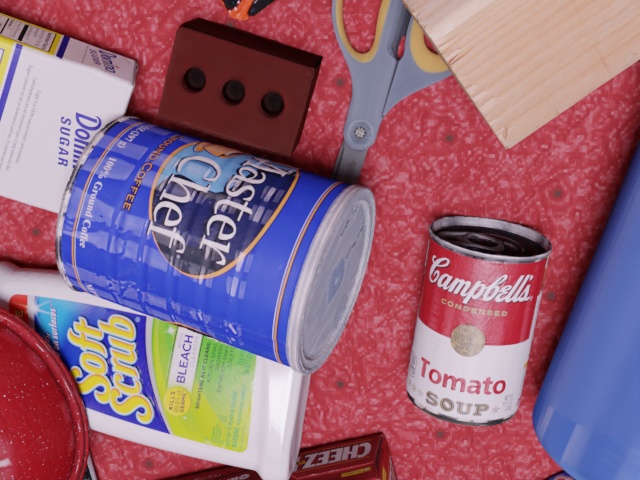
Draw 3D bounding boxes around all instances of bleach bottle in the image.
[{"bbox_3d":[-0.133,0.072,0.638,0.251,0.068,0.102,9,94,6],"label":"bleach bottle"}]

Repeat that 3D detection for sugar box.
[{"bbox_3d":[-0.198,-0.082,0.586,0.176,0.048,0.093,18,117,-17],"label":"sugar box"}]

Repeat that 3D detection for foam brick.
[{"bbox_3d":[-0.043,-0.085,0.586,0.078,0.051,0.053,17,108,2],"label":"foam brick"}]

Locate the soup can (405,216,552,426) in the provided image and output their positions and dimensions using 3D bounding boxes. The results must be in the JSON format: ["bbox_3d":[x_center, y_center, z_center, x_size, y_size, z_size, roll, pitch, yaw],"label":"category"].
[{"bbox_3d":[0.087,0.045,0.603,0.068,0.068,0.102,9,109,4],"label":"soup can"}]

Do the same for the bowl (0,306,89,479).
[{"bbox_3d":[-0.217,0.113,0.608,0.162,0.055,0.162,4,110,12],"label":"bowl"}]

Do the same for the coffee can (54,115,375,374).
[{"bbox_3d":[-0.054,0.001,0.571,0.140,0.102,0.103,18,109,16],"label":"coffee can"}]

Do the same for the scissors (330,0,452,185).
[{"bbox_3d":[0.043,-0.068,0.600,0.096,0.016,0.202,4,108,6],"label":"scissors"}]
